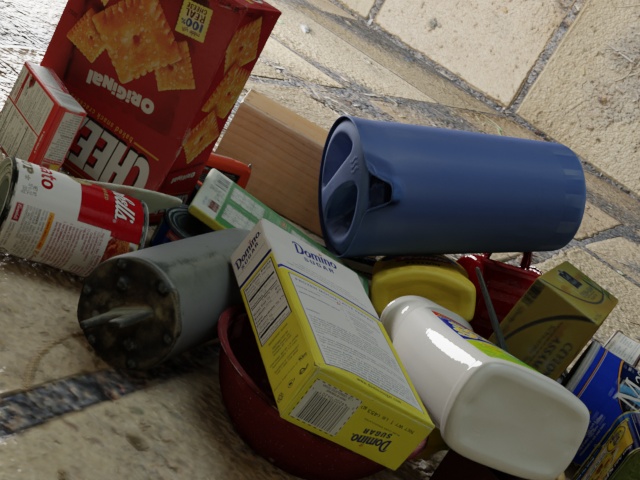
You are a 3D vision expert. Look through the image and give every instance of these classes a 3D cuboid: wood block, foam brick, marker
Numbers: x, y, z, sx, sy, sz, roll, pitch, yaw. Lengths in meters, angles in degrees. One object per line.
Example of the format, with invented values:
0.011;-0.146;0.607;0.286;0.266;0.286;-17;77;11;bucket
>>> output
-0.011;-0.072;1.167;0.206;0.090;0.090;29;16;-5;wood block
0.123;0.179;0.750;0.052;0.051;0.078;8;28;-50;foam brick
0.020;0.017;1.085;0.120;0.020;0.020;17;22;-37;marker

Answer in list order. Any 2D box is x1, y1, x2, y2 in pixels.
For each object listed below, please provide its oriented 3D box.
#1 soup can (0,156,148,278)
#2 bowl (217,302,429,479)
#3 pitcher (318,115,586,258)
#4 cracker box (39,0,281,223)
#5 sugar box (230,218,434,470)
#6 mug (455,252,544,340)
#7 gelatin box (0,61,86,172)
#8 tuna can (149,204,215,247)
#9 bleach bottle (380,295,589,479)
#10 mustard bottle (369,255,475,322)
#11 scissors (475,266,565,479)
-0.182;-0.012;0.755;0.102;0.068;0.068;20;20;-29;soup can
-0.009;0.111;0.716;0.162;0.055;0.162;28;18;-10;bowl
0.122;-0.048;1.037;0.242;0.145;0.149;2;49;-18;pitcher
-0.155;-0.145;0.924;0.164;0.214;0.072;36;20;18;cracker box
0.001;0.062;0.685;0.093;0.048;0.176;31;15;-28;sugar box
0.181;0.051;1.104;0.081;0.117;0.093;16;9;-26;mug
-0.237;-0.098;0.896;0.030;0.073;0.089;14;23;-43;gelatin box
-0.099;0.006;0.897;0.086;0.034;0.086;28;17;-10;tuna can
0.096;0.090;0.795;0.102;0.068;0.251;25;6;-20;bleach bottle
0.098;0.042;1.051;0.096;0.058;0.191;3;8;4;mustard bottle
0.164;0.125;0.862;0.096;0.016;0.202;32;42;-60;scissors
